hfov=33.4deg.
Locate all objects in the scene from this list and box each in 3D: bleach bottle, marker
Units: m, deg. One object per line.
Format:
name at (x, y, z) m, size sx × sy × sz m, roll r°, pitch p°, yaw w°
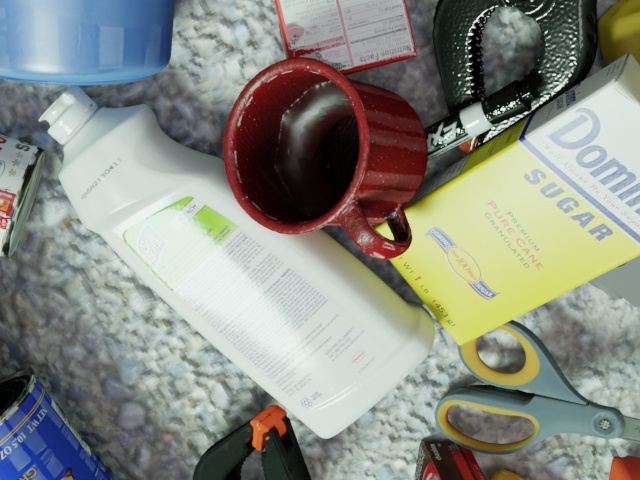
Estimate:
bleach bottle at (-0.054, 0.001, 0.623) m, size 0.250 × 0.068 × 0.103 m, roll 44°, pitch 105°, yaw -12°
marker at (0.069, -0.059, 0.614) m, size 0.121 × 0.020 × 0.020 m, roll -26°, pitch 108°, yaw 30°

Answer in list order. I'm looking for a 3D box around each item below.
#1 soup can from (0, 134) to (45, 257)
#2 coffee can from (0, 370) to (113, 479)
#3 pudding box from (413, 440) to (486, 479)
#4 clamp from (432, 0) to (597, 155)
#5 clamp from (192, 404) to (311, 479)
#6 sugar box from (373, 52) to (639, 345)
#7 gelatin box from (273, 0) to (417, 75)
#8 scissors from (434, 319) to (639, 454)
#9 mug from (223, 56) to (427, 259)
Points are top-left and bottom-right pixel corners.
soup can at (-0.214, -0.036, 0.598) m, size 0.102 × 0.068 × 0.068 m, roll 18°, pitch 103°, yaw -10°
coffee can at (-0.173, 0.164, 0.637) m, size 0.103 × 0.103 × 0.140 m, roll -32°, pitch 105°, yaw 4°
pudding box at (0.080, 0.197, 0.674) m, size 0.039 × 0.090 × 0.113 m, roll 4°, pitch 105°, yaw -7°
clamp at (0.127, -0.142, 0.588) m, size 0.165 × 0.036 × 0.210 m, roll 19°, pitch 115°, yaw 19°
clamp at (-0.039, 0.186, 0.660) m, size 0.120 × 0.039 × 0.172 m, roll 25°, pitch 116°, yaw 9°
sugar box at (0.123, -0.017, 0.600) m, size 0.177 × 0.048 × 0.093 m, roll -33°, pitch 102°, yaw 37°
gelatin box at (0.009, -0.139, 0.609) m, size 0.073 × 0.030 × 0.089 m, roll -15°, pitch 105°, yaw -2°
scissors at (0.164, 0.091, 0.646) m, size 0.202 × 0.016 × 0.096 m, roll -5°, pitch 92°, yaw 26°
mug at (0.013, -0.040, 0.587) m, size 0.093 × 0.081 × 0.117 m, roll -44°, pitch 67°, yaw 25°
